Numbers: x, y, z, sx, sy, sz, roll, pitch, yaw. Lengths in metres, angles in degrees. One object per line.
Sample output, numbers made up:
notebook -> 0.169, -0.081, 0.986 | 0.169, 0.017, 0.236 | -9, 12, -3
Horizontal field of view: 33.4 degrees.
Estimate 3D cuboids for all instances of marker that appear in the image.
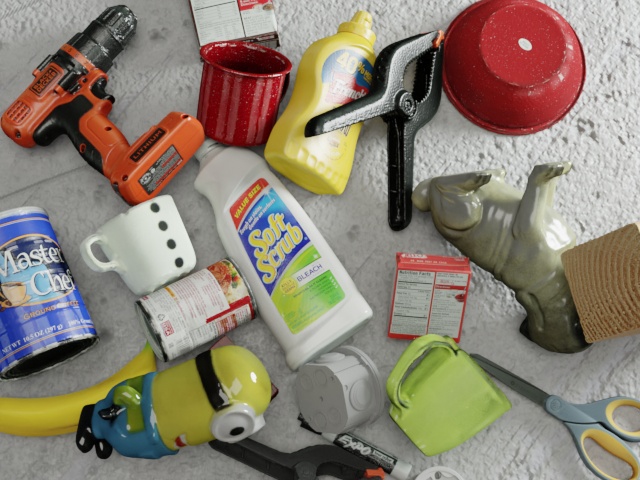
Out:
marker -> 0.032, 0.200, 1.047 | 0.121, 0.020, 0.020 | 28, 78, 4

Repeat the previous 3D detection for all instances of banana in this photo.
banana -> -0.241, 0.155, 1.043 | 0.197, 0.037, 0.070 | -20, 49, -9

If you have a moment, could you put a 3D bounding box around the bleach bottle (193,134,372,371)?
bleach bottle -> -0.057, 0.001, 1.069 | 0.102, 0.068, 0.251 | -34, 78, -9

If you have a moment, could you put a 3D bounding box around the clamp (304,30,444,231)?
clamp -> 0.069, -0.137, 1.083 | 0.164, 0.036, 0.210 | 37, 66, -38

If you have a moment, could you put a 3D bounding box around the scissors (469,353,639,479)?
scissors -> 0.252, 0.156, 1.066 | 0.096, 0.016, 0.202 | -42, 82, -12

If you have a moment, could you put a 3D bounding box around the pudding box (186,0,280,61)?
pudding box -> -0.097, -0.255, 1.138 | 0.090, 0.039, 0.113 | -12, 76, -4

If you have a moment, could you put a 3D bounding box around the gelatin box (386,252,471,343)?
gelatin box -> 0.106, 0.056, 1.052 | 0.073, 0.030, 0.089 | 4, 121, -1

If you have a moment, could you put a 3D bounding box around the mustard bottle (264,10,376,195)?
mustard bottle -> 0.013, -0.149, 1.093 | 0.096, 0.058, 0.191 | 32, 72, -39

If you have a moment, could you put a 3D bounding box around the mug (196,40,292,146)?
mug -> -0.074, -0.150, 1.086 | 0.093, 0.081, 0.117 | 28, 32, 27

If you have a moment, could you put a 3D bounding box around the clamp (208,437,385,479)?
clamp -> -0.026, 0.222, 1.014 | 0.171, 0.039, 0.120 | -2, 52, -27

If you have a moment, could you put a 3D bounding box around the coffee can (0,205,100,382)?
coffee can -> -0.287, 0.052, 1.029 | 0.102, 0.103, 0.140 | -24, 79, -7

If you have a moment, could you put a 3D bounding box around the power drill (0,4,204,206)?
power drill -> -0.207, -0.135, 1.078 | 0.188, 0.057, 0.184 | 36, 81, 25

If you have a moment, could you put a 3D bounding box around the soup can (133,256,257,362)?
soup can -> -0.121, 0.068, 1.039 | 0.102, 0.069, 0.068 | -26, 79, -18

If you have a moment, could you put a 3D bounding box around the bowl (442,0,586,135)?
bowl -> 0.207, -0.195, 1.125 | 0.162, 0.055, 0.162 | 0, 77, -2
